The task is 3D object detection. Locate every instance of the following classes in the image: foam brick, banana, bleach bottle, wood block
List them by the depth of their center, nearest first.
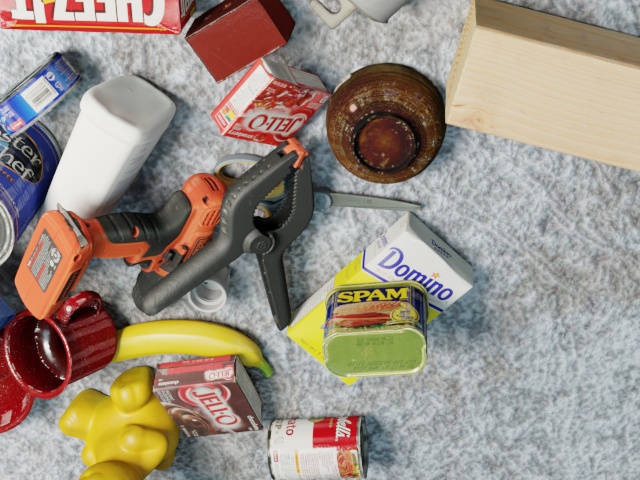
[{"bbox_3d":[0.218,-0.131,0.914,0.206,0.090,0.091,14,121,-1],"label":"wood block"},{"bbox_3d":[-0.070,-0.184,0.936,0.078,0.053,0.051,-27,114,20],"label":"foam brick"},{"bbox_3d":[-0.227,-0.035,1.014,0.068,0.102,0.251,36,119,2],"label":"bleach bottle"},{"bbox_3d":[-0.148,0.113,1.131,0.198,0.037,0.070,6,121,3],"label":"banana"}]

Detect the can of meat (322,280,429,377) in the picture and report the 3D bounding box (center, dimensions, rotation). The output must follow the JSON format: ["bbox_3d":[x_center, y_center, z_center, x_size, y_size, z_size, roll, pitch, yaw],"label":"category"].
[{"bbox_3d":[0.052,0.085,1.011,0.102,0.084,0.057,-4,117,7],"label":"can of meat"}]

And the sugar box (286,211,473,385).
[{"bbox_3d":[0.059,0.061,1.071,0.093,0.048,0.176,40,118,-16],"label":"sugar box"}]

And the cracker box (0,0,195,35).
[{"bbox_3d":[-0.195,-0.282,0.882,0.164,0.072,0.214,3,121,5],"label":"cracker box"}]

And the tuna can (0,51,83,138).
[{"bbox_3d":[-0.259,-0.133,0.970,0.086,0.086,0.033,-32,111,22],"label":"tuna can"}]

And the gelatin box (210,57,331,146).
[{"bbox_3d":[-0.043,-0.121,0.955,0.073,0.089,0.030,-44,63,25],"label":"gelatin box"}]

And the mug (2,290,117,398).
[{"bbox_3d":[-0.259,0.097,1.095,0.093,0.081,0.117,38,118,18],"label":"mug"}]

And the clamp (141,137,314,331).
[{"bbox_3d":[-0.057,0.001,1.018,0.164,0.036,0.210,17,113,-39],"label":"clamp"}]

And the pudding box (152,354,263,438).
[{"bbox_3d":[-0.117,0.167,1.138,0.090,0.039,0.113,-7,144,11],"label":"pudding box"}]

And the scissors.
[{"bbox_3d":[-0.012,-0.028,1.044,0.201,0.016,0.096,19,122,-5],"label":"scissors"}]

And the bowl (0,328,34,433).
[{"bbox_3d":[-0.381,0.135,1.160,0.162,0.055,0.162,3,121,5],"label":"bowl"}]

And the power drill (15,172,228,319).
[{"bbox_3d":[-0.189,0.018,1.008,0.057,0.187,0.185,49,129,23],"label":"power drill"}]

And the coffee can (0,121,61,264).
[{"bbox_3d":[-0.311,-0.048,0.994,0.103,0.140,0.103,3,121,5],"label":"coffee can"}]

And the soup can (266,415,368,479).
[{"bbox_3d":[-0.002,0.227,1.164,0.102,0.068,0.068,-4,120,10],"label":"soup can"}]
